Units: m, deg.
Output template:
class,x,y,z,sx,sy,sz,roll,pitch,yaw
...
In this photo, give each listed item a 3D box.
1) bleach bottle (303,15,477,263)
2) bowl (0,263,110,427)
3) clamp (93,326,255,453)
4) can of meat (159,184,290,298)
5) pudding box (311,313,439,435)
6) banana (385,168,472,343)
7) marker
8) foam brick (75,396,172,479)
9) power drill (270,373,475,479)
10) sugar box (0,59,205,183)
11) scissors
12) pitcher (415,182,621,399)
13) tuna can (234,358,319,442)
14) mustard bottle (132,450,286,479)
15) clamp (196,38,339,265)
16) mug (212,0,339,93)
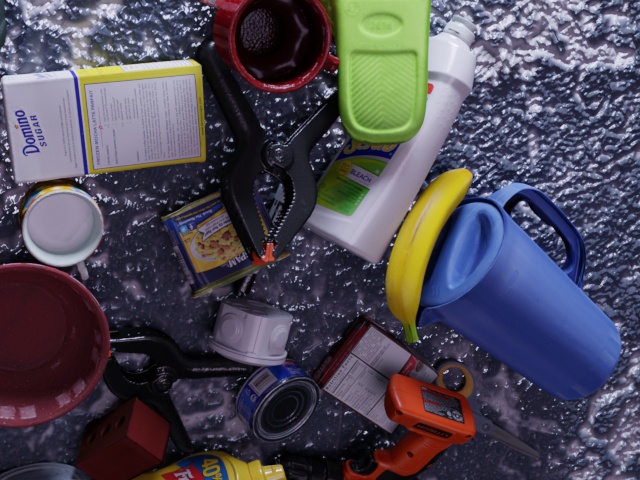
class,x,y,z,sx,sy,sz,roll,pitch,yaw
bleach bottle,0.075,-0.107,1.050,0.068,0.103,0.251,30,89,-44
bowl,-0.280,0.090,0.993,0.162,0.055,0.162,-5,108,-16
clamp,-0.161,0.146,1.069,0.171,0.039,0.120,25,94,-26
can of meat,-0.093,-0.003,1.022,0.102,0.057,0.084,-25,94,-12
pudding box,0.060,0.145,1.150,0.113,0.039,0.090,37,94,-25
banana,0.102,-0.002,1.045,0.197,0.037,0.069,-67,151,-22
marker,-0.057,0.001,1.069,0.020,0.020,0.121,22,99,-25
foam brick,-0.193,0.200,1.048,0.078,0.053,0.051,-32,122,28
power drill,0.061,0.223,1.132,0.184,0.057,0.188,18,128,-22
sugar box,-0.195,-0.110,0.968,0.176,0.048,0.093,-7,110,-15
scissors,0.188,0.193,1.226,0.201,0.016,0.096,15,101,-24
pitcher,0.218,0.062,1.135,0.149,0.145,0.242,-27,129,37
tuna can,-0.043,0.166,1.105,0.086,0.034,0.086,-22,131,-27
mustard bottle,-0.128,0.262,1.072,0.191,0.096,0.058,-16,133,-6
clamp,-0.054,-0.083,0.996,0.164,0.036,0.210,17,74,-20
mug,-0.037,-0.178,0.946,0.117,0.082,0.093,18,99,-24
